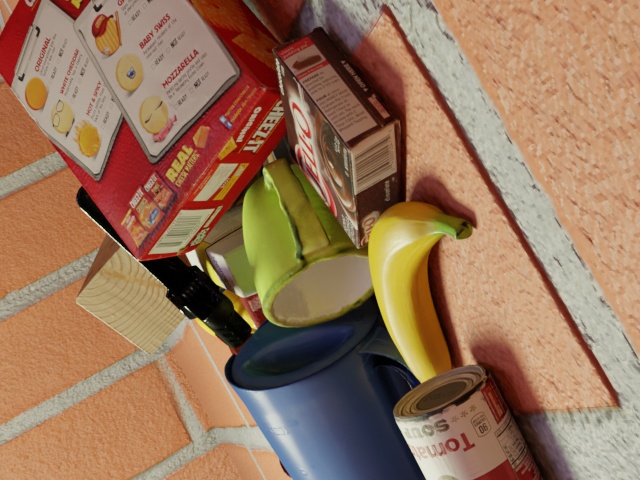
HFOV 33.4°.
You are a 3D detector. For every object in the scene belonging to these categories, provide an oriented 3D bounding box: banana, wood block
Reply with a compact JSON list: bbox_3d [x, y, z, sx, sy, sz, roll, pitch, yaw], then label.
[{"bbox_3d":[0.059,0.032,0.676,0.070,0.037,0.198,53,164,31],"label":"banana"},{"bbox_3d":[-0.167,0.014,1.075,0.090,0.090,0.206,39,-165,-14],"label":"wood block"}]

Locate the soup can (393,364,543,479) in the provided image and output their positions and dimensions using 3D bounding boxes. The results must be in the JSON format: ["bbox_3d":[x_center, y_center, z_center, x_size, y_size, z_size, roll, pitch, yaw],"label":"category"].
[{"bbox_3d":[0.098,0.139,0.680,0.102,0.068,0.069,63,166,-7],"label":"soup can"}]

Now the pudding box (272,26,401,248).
[{"bbox_3d":[0.012,-0.061,0.658,0.090,0.039,0.113,54,164,28],"label":"pudding box"}]

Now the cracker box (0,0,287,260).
[{"bbox_3d":[-0.123,-0.119,0.753,0.214,0.071,0.164,51,120,20],"label":"cracker box"}]

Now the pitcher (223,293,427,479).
[{"bbox_3d":[0.041,0.166,0.844,0.243,0.145,0.149,63,-179,-21],"label":"pitcher"}]

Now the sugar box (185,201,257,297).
[{"bbox_3d":[-0.056,0.001,0.906,0.048,0.093,0.176,64,166,-15],"label":"sugar box"}]

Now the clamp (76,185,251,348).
[{"bbox_3d":[-0.098,0.045,0.852,0.165,0.036,0.210,39,172,32],"label":"clamp"}]
